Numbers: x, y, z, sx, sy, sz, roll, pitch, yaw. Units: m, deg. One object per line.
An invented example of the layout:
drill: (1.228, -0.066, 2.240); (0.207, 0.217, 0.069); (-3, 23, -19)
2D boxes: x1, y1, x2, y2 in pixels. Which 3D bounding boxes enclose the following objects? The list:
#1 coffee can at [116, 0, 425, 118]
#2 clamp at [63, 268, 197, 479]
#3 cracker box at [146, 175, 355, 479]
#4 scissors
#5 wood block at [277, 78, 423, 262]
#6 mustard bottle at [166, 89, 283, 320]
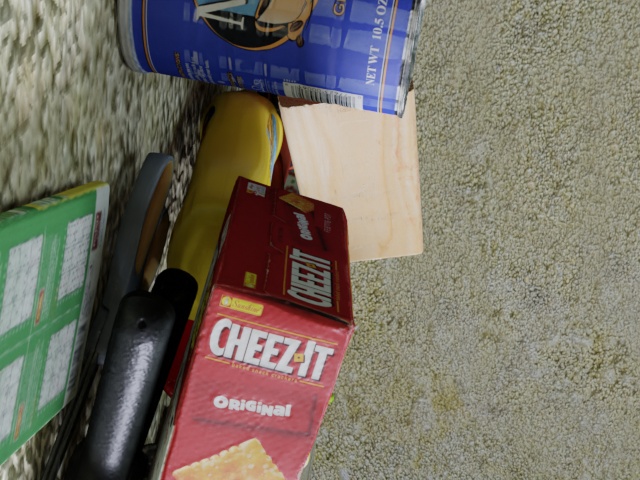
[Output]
coffee can: (-0.019, -0.124, 0.533); (0.103, 0.140, 0.103); (11, 89, -85)
clamp: (-0.105, 0.110, 0.543); (0.164, 0.036, 0.210); (-86, -166, -82)
cracker box: (-0.044, 0.095, 0.549); (0.164, 0.072, 0.214); (-92, -161, -70)
scissors: (-0.113, 0.051, 0.572); (0.096, 0.016, 0.201); (97, 8, -77)
wood block: (0.024, -0.074, 0.785); (0.206, 0.090, 0.091); (78, 6, -59)
mustard bottle: (-0.057, -0.042, 0.698); (0.191, 0.058, 0.096); (-84, -178, -50)
